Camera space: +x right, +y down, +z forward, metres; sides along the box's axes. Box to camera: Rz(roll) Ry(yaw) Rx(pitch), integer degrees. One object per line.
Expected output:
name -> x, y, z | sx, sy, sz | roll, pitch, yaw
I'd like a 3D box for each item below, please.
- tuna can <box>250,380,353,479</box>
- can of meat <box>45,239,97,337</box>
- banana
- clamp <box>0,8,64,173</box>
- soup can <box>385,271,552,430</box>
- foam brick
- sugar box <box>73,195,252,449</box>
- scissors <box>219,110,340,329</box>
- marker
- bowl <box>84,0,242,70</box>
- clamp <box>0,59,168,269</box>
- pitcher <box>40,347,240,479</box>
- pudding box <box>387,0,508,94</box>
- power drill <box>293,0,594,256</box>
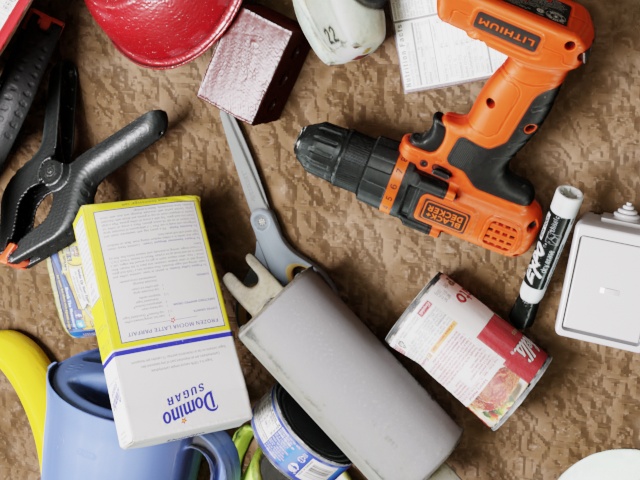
tuna can -> -0.011, 0.146, 0.817 | 0.086, 0.086, 0.034 | 45, 112, 6
can of meat -> -0.170, 0.027, 0.864 | 0.084, 0.057, 0.102 | -8, 97, 22
banana -> -0.243, 0.156, 0.927 | 0.070, 0.037, 0.198 | -22, 92, 40
clamp -> -0.256, -0.079, 0.840 | 0.036, 0.165, 0.210 | 23, 101, -23
soup can -> 0.106, 0.079, 0.773 | 0.102, 0.068, 0.069 | 38, 110, 9
foam brick -> -0.048, -0.131, 0.793 | 0.051, 0.053, 0.078 | 29, 109, 11
sugar box -> -0.117, 0.057, 0.780 | 0.048, 0.093, 0.176 | 140, 119, -61
scissors -> -0.056, 0.001, 0.840 | 0.096, 0.016, 0.202 | -34, 88, 19
marker -> 0.156, 0.015, 0.749 | 0.020, 0.020, 0.121 | 23, 128, 13
bowl -> -0.127, -0.209, 0.777 | 0.162, 0.055, 0.162 | -2, 87, 36
clamp -> -0.192, -0.051, 0.834 | 0.120, 0.039, 0.171 | 19, 87, 32
pitcher -> -0.158, 0.220, 0.859 | 0.144, 0.149, 0.243 | 5, 109, -17
pudding box -> 0.106, -0.155, 0.744 | 0.114, 0.039, 0.090 | -7, 100, 23
power drill -> 0.086, -0.090, 0.721 | 0.184, 0.057, 0.188 | 21, 129, 2
